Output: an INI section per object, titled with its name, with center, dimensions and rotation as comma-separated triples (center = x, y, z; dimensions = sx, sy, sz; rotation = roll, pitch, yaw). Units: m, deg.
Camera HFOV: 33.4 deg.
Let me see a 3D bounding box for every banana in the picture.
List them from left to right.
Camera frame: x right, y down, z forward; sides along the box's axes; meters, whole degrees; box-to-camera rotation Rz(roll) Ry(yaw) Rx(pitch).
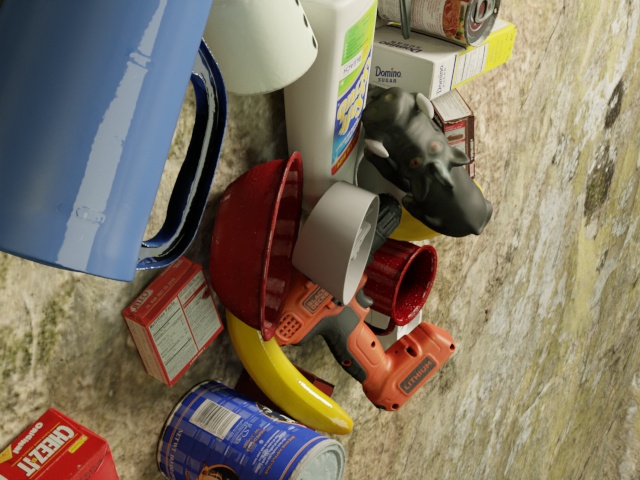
[banana]
center = -0.038, 0.104, 0.980
dimensions = 0.037, 0.069, 0.198
rotation = -95, 161, -79

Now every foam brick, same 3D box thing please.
[foam brick]
center = -0.036, 0.147, 1.051
dimensions = 0.051, 0.078, 0.053
rotation = 34, 79, -60

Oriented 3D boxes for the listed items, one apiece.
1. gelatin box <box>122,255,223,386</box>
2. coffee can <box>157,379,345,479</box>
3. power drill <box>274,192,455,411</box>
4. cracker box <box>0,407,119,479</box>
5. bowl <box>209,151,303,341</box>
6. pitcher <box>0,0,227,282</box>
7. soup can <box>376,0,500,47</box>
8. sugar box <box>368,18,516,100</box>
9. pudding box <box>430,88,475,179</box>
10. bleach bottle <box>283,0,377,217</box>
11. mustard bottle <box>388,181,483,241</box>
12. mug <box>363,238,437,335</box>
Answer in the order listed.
[gelatin box]
center = -0.122, 0.067, 0.890
dimensions = 0.073, 0.030, 0.089
rotation = -49, 147, -29
[coffee can]
center = -0.063, 0.202, 0.973
dimensions = 0.102, 0.140, 0.103
rotation = -40, 142, -42
[power drill]
center = 0.050, 0.067, 1.055
dimensions = 0.184, 0.057, 0.187
rotation = -45, 117, 1
[cracker box]
center = -0.218, 0.259, 0.813
dimensions = 0.164, 0.072, 0.214
rotation = -45, 145, -36
[bowl]
center = -0.056, 0.001, 0.897
dimensions = 0.162, 0.055, 0.162
rotation = 10, 89, -84
[pitcher]
center = -0.130, -0.101, 0.646
dimensions = 0.149, 0.145, 0.243
rotation = 26, 84, -83
[soup can]
center = 0.110, -0.228, 1.007
dimensions = 0.068, 0.102, 0.068
rotation = -40, 142, -42
[sugar box]
center = 0.113, -0.188, 1.054
dimensions = 0.175, 0.093, 0.048
rotation = -33, 137, -46
[pudding box]
center = 0.122, -0.123, 1.103
dimensions = 0.039, 0.113, 0.090
rotation = -19, 135, -9
[bleach bottle]
center = 0.007, -0.122, 0.949
dimensions = 0.102, 0.068, 0.251
rotation = -53, 153, -42
[mustard bottle]
center = 0.127, -0.042, 1.177
dimensions = 0.191, 0.096, 0.058
rotation = -22, 109, -63
[mug]
center = 0.066, 0.046, 1.152
dimensions = 0.093, 0.082, 0.117
rotation = -19, 126, -55
